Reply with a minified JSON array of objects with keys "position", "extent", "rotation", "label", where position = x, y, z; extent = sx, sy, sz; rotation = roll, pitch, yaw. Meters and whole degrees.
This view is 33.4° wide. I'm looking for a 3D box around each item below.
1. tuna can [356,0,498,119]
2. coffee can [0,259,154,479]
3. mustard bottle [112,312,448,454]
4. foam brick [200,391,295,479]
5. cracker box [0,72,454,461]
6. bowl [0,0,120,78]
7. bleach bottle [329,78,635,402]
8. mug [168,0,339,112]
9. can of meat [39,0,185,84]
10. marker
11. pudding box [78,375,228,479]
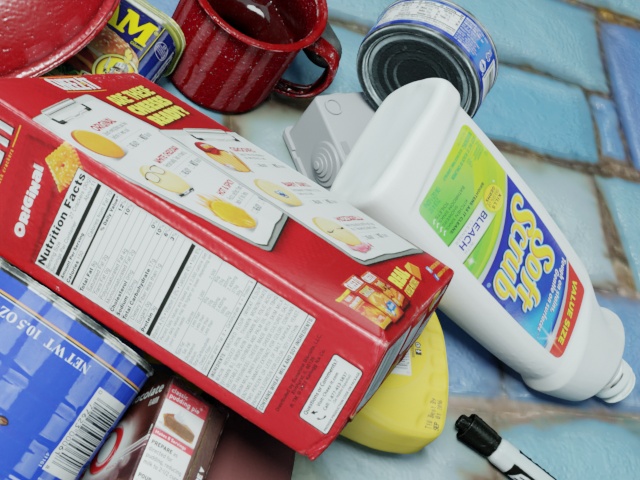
[{"position":[0.066,-0.109,0.673],"extent":[0.086,0.086,0.033],"rotation":[37,53,-5],"label":"tuna can"},{"position":[-0.153,0.086,0.458],"extent":[0.103,0.103,0.140],"rotation":[35,76,-6],"label":"coffee can"},{"position":[-0.023,0.061,0.604],"extent":[0.191,0.058,0.096],"rotation":[13,55,-22],"label":"mustard bottle"},{"position":[-0.053,0.117,0.542],"extent":[0.051,0.078,0.053],"rotation":[23,54,-18],"label":"foam brick"},{"position":[-0.053,0.001,0.515],"extent":[0.214,0.072,0.164],"rotation":[31,17,10],"label":"cracker box"},{"position":[-0.193,-0.151,0.588],"extent":[0.162,0.055,0.162],"rotation":[-5,50,6],"label":"bowl"},{"position":[0.121,0.017,0.676],"extent":[0.250,0.068,0.102],"rotation":[41,68,-25],"label":"bleach bottle"},{"position":[-0.043,-0.131,0.693],"extent":[0.117,0.082,0.093],"rotation":[27,52,-12],"label":"mug"},{"position":[-0.147,-0.112,0.642],"extent":[0.102,0.058,0.083],"rotation":[34,54,-7],"label":"can of meat"},{"position":[0.133,0.148,0.664],"extent":[0.121,0.020,0.020],"rotation":[39,51,-3],"label":"marker"},{"position":[-0.099,0.121,0.491],"extent":[0.039,0.114,0.090],"rotation":[38,49,-25],"label":"pudding box"}]
